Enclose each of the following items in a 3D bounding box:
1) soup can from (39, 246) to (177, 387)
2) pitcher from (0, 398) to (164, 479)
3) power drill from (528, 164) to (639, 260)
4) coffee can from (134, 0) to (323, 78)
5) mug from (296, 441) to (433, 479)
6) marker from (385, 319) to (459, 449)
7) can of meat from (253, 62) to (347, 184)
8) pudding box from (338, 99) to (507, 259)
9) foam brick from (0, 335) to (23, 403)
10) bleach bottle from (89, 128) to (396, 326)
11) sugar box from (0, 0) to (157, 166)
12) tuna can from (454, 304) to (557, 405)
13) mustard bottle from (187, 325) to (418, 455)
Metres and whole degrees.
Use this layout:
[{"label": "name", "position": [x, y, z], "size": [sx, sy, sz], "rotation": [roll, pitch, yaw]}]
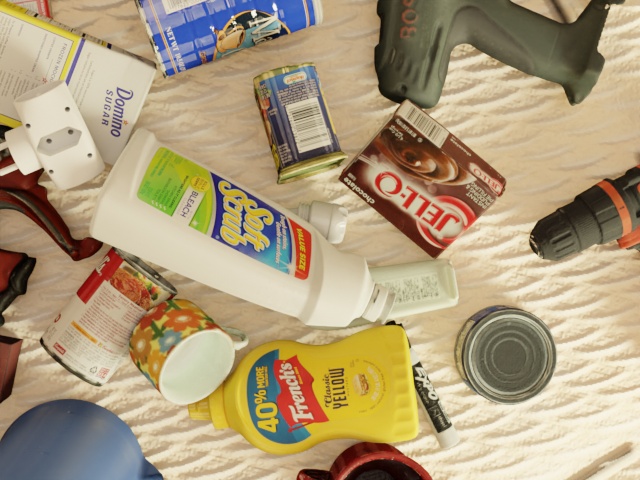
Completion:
[{"label": "soup can", "position": [-0.176, 0.063, 0.891], "size": [0.068, 0.068, 0.102], "rotation": [38, 88, -4]}, {"label": "pitcher", "position": [-0.224, 0.213, 0.801], "size": [0.149, 0.243, 0.145], "rotation": [-41, 95, 4]}, {"label": "power drill", "position": [0.294, 0.027, 0.929], "size": [0.184, 0.057, 0.187], "rotation": [-26, 92, -4]}, {"label": "coffee can", "position": [-0.080, -0.204, 0.877], "size": [0.140, 0.103, 0.103], "rotation": [-20, 92, -4]}, {"label": "mug", "position": [0.036, 0.214, 0.900], "size": [0.117, 0.081, 0.093], "rotation": [12, 90, -5]}, {"label": "marker", "position": [0.087, 0.125, 0.934], "size": [0.020, 0.020, 0.121], "rotation": [-27, 93, -4]}, {"label": "can of meat", "position": [-0.019, -0.096, 0.884], "size": [0.057, 0.102, 0.084], "rotation": [-17, 90, -4]}, {"label": "pudding box", "position": [0.086, -0.051, 0.901], "size": [0.113, 0.039, 0.090], "rotation": [41, 128, -2]}, {"label": "foam brick", "position": [-0.295, 0.102, 0.890], "size": [0.078, 0.053, 0.051], "rotation": [11, 90, -5]}, {"label": "bleach bottle", "position": [-0.056, 0.001, 0.880], "size": [0.251, 0.068, 0.102], "rotation": [23, 47, -3]}, {"label": "sugar box", "position": [-0.232, -0.136, 0.874], "size": [0.176, 0.048, 0.093], "rotation": [21, 103, -18]}, {"label": "tuna can", "position": [0.162, 0.100, 0.932], "size": [0.086, 0.034, 0.086], "rotation": [0, 91, -4]}, {"label": "mustard bottle", "position": [-0.017, 0.130, 0.900], "size": [0.191, 0.058, 0.096], "rotation": [-8, 79, 5]}]
